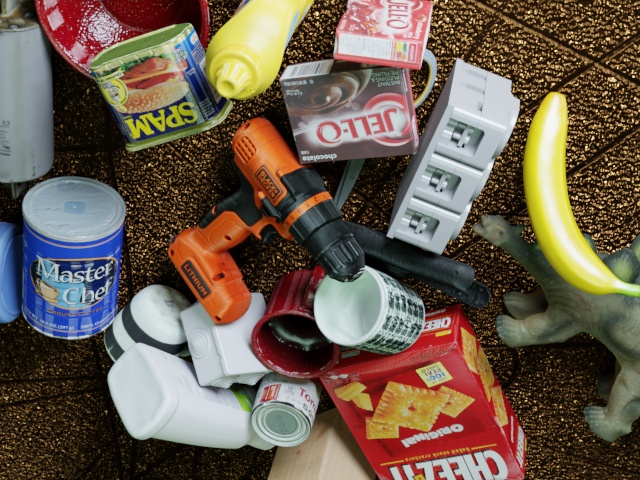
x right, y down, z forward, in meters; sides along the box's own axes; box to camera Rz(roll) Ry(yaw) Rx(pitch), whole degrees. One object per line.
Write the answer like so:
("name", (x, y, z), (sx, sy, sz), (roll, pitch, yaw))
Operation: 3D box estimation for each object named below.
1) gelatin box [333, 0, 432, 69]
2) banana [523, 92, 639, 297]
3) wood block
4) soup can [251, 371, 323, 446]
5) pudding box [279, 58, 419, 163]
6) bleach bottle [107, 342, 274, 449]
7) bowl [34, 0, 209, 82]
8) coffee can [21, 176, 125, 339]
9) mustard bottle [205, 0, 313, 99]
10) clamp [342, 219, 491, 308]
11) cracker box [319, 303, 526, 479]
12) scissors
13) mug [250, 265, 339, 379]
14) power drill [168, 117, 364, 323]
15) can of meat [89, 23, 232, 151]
("gelatin box", (0.055, -0.180, 0.905), (0.073, 0.089, 0.030), (9, 126, 7))
("banana", (0.219, -0.031, 0.954), (0.070, 0.037, 0.198), (-22, 85, 8))
("wood block", (-0.008, 0.301, 1.197), (0.090, 0.206, 0.090), (-28, 115, 29))
("soup can", (-0.033, 0.167, 1.171), (0.068, 0.102, 0.068), (7, 126, 9))
("pudding box", (0.028, -0.119, 0.966), (0.114, 0.039, 0.090), (-3, 124, 17))
("bleach bottle", (-0.114, 0.188, 1.166), (0.068, 0.103, 0.250), (-46, 140, 12))
("bowl", (-0.170, -0.216, 0.954), (0.162, 0.055, 0.162), (7, 127, 9))
("coffee can", (-0.260, 0.019, 1.117), (0.103, 0.102, 0.140), (15, 128, 3))
("mustard bottle", (-0.052, -0.169, 0.874), (0.058, 0.191, 0.096), (32, 126, -10))
("clamp", (0.090, 0.023, 1.052), (0.172, 0.039, 0.120), (25, 170, 30))
("cracker box", (0.113, 0.183, 1.167), (0.164, 0.072, 0.213), (-15, 121, 23))
("scissors", (0.031, -0.113, 1.006), (0.096, 0.016, 0.202), (34, 126, -10))
("mug", (-0.016, 0.076, 1.113), (0.093, 0.081, 0.117), (16, 128, 2))
("power drill", (-0.057, 0.001, 1.046), (0.188, 0.057, 0.184), (-45, 73, 35))
("can of meat", (-0.141, -0.135, 0.935), (0.102, 0.057, 0.084), (-13, 118, 21))
